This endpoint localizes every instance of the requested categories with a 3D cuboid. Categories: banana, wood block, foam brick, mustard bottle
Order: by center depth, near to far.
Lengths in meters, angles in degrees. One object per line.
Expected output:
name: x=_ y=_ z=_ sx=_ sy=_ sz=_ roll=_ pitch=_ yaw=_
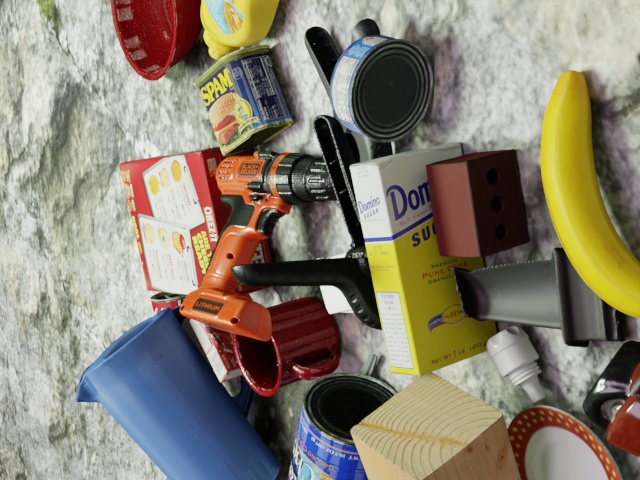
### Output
banana: x=0.196 y=-0.021 z=0.747 sx=0.070 sy=0.037 sz=0.198 roll=-29 pitch=77 yaw=12
foam brick: x=0.123 y=-0.029 z=0.843 sx=0.051 sy=0.052 sz=0.078 roll=2 pitch=105 yaw=56
wood block: x=0.110 y=0.224 z=0.877 sx=0.091 sy=0.090 sz=0.206 roll=28 pitch=145 yaw=50
mustard bottle: x=-0.075 y=-0.248 z=1.047 sx=0.096 sy=0.058 sz=0.192 roll=61 pitch=145 yaw=23

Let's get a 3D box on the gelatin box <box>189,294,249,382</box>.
gelatin box: x=-0.098 y=0.109 z=1.215 sx=0.089 sy=0.073 sz=0.030 roll=60 pitch=144 yaw=24

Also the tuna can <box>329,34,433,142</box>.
tuna can: x=0.050 y=-0.126 z=0.883 sx=0.034 sy=0.086 sz=0.086 roll=28 pitch=125 yaw=51

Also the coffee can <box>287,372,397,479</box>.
coffee can: x=0.023 y=0.215 z=1.047 sx=0.103 sy=0.102 sz=0.140 roll=43 pitch=135 yaw=40

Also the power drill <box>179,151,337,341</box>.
power drill: x=-0.057 y=0.001 z=1.053 sx=0.185 sy=0.057 sz=0.187 roll=5 pitch=72 yaw=50

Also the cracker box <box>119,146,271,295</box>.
cracker box: x=-0.145 y=-0.022 z=1.234 sx=0.214 sy=0.071 sz=0.164 roll=0 pitch=103 yaw=56

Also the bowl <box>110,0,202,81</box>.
bowl: x=-0.178 y=-0.263 z=1.198 sx=0.162 sy=0.055 sz=0.162 roll=28 pitch=126 yaw=49

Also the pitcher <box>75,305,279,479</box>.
pitcher: x=-0.151 y=0.201 z=1.249 sx=0.149 sy=0.144 sz=0.243 roll=-34 pitch=97 yaw=29

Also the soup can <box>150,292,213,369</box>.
soup can: x=-0.168 y=0.113 z=1.328 sx=0.069 sy=0.068 sz=0.102 roll=4 pitch=106 yaw=56

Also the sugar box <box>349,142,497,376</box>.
sugar box: x=0.087 y=0.014 z=0.878 sx=0.048 sy=0.093 sz=0.176 roll=0 pitch=103 yaw=56

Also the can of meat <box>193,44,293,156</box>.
can of meat: x=-0.078 y=-0.142 z=1.098 sx=0.102 sy=0.057 sz=0.084 roll=-24 pitch=85 yaw=58

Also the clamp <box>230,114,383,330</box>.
clamp: x=0.039 y=0.004 z=0.907 sx=0.036 sy=0.209 sz=0.164 roll=-9 pitch=55 yaw=59

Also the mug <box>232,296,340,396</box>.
mug: x=-0.027 y=0.109 z=1.099 sx=0.117 sy=0.081 sz=0.093 roll=27 pitch=125 yaw=49

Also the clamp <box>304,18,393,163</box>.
clamp: x=0.035 y=-0.117 z=0.947 sx=0.120 sy=0.039 sz=0.171 roll=-179 pitch=70 yaw=-73
